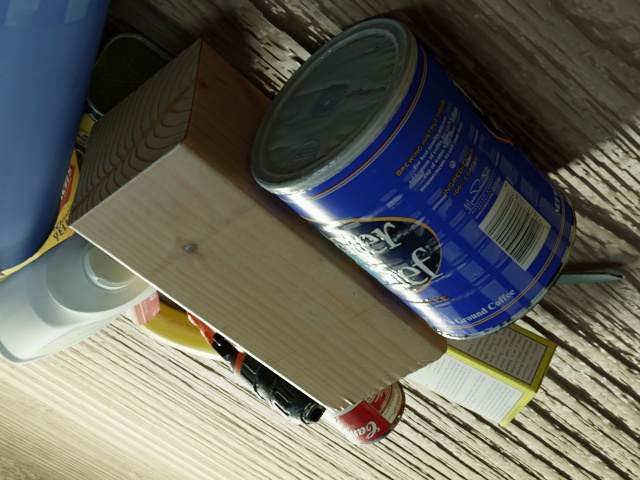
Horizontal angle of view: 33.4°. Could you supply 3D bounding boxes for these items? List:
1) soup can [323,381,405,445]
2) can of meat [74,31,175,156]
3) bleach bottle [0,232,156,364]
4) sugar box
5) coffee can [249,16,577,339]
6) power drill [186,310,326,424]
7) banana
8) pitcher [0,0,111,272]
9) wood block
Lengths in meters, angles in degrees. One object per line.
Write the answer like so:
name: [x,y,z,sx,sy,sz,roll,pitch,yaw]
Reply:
soup can: [0.020,0.125,0.931,0.069,0.068,0.102,0,145,44]
can of meat: [-0.108,-0.072,0.667,0.102,0.057,0.084,34,157,-19]
bleach bottle: [-0.161,0.031,0.692,0.068,0.102,0.251,66,158,0]
sugar box: [0.067,0.063,0.743,0.176,0.048,0.093,28,156,8]
coffee can: [0.049,-0.029,0.543,0.140,0.102,0.103,40,153,-30]
power drill: [-0.082,0.052,0.831,0.185,0.057,0.187,37,166,45]
banana: [-0.113,0.088,1.023,0.198,0.037,0.069,15,156,22]
pitcher: [-0.186,-0.101,0.569,0.149,0.144,0.243,36,139,0]
wood block: [-0.028,-0.001,0.603,0.091,0.090,0.205,-32,125,28]
